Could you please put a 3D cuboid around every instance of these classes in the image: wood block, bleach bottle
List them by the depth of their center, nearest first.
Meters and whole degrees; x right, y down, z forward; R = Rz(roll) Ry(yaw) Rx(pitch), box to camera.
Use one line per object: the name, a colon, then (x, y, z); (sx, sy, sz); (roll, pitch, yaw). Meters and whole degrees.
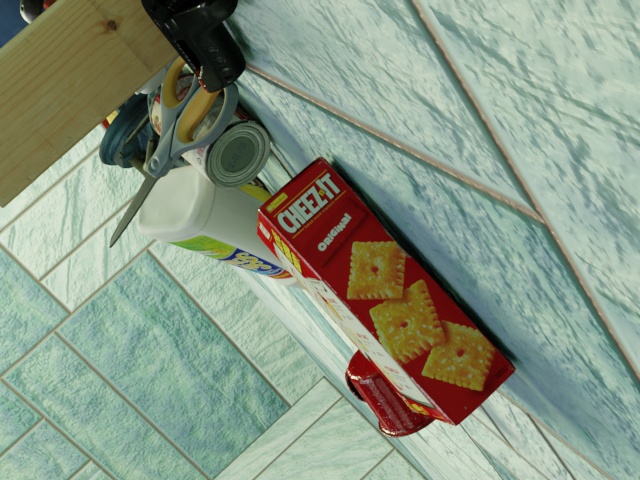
wood block: (-0.205, -0.131, 0.843); (0.090, 0.206, 0.090); (50, 173, -19)
bleach bottle: (-0.057, 0.001, 1.072); (0.103, 0.068, 0.250); (-6, 157, 44)

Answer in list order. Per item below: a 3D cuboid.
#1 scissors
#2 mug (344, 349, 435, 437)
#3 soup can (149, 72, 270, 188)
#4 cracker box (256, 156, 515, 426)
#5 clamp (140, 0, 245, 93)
scissors: (-0.142, -0.086, 0.934); (0.016, 0.202, 0.096); (6, -127, -47)
mug: (0.074, 0.151, 1.150); (0.117, 0.093, 0.081); (-11, 121, 47)
soup can: (-0.099, -0.099, 0.955); (0.102, 0.068, 0.068); (41, 171, 40)
cracker box: (0.044, 0.043, 0.847); (0.214, 0.072, 0.164); (49, 173, 2)
clamp: (-0.102, -0.165, 0.720); (0.164, 0.036, 0.210); (46, 173, 13)
